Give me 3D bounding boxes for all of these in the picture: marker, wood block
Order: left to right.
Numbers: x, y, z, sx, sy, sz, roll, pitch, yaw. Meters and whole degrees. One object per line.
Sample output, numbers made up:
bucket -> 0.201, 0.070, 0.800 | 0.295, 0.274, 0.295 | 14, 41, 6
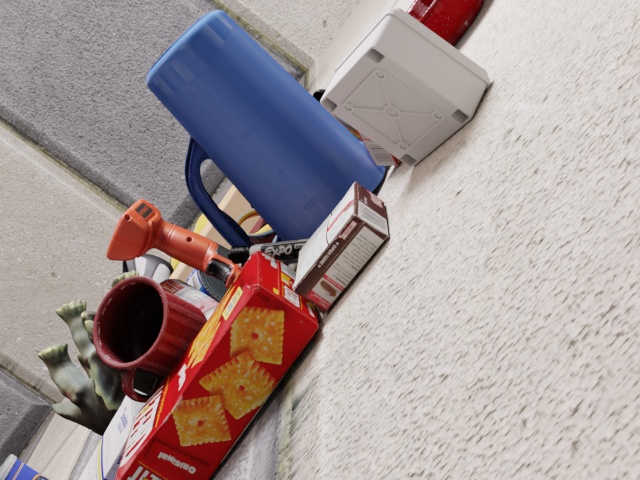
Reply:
wood block -> -0.125, 0.019, 1.434 | 0.206, 0.090, 0.090 | -60, 10, -29
marker -> -0.039, 0.010, 1.051 | 0.121, 0.020, 0.020 | -6, 36, 28

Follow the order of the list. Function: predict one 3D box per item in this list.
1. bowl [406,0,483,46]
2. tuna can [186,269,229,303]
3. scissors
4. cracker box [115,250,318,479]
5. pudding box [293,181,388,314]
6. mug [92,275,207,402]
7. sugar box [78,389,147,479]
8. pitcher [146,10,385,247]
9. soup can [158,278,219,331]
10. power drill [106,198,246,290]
bowl -> 0.138, -0.258, 1.228 | 0.162, 0.055, 0.162 | -52, 9, 12
tuna can -> -0.113, 0.057, 1.248 | 0.034, 0.086, 0.086 | -50, 10, 32
scissors -> -0.010, -0.028, 1.205 | 0.201, 0.096, 0.016 | -24, -36, -39
cracker box -> -0.091, 0.121, 0.950 | 0.214, 0.072, 0.164 | -54, 9, 7
pudding box -> 0.018, 0.004, 0.938 | 0.090, 0.039, 0.113 | -52, 8, 15
mug -> -0.165, 0.102, 1.050 | 0.093, 0.081, 0.117 | -3, 70, 31
sugar box -> -0.219, 0.251, 1.108 | 0.176, 0.048, 0.093 | -57, 20, 12
pitcher -> -0.065, -0.104, 1.081 | 0.145, 0.243, 0.149 | -35, 12, 51
soup can -> -0.134, 0.089, 1.131 | 0.102, 0.068, 0.068 | 27, 78, 36
power drill -> -0.125, 0.026, 1.122 | 0.184, 0.187, 0.057 | -86, 21, -79
